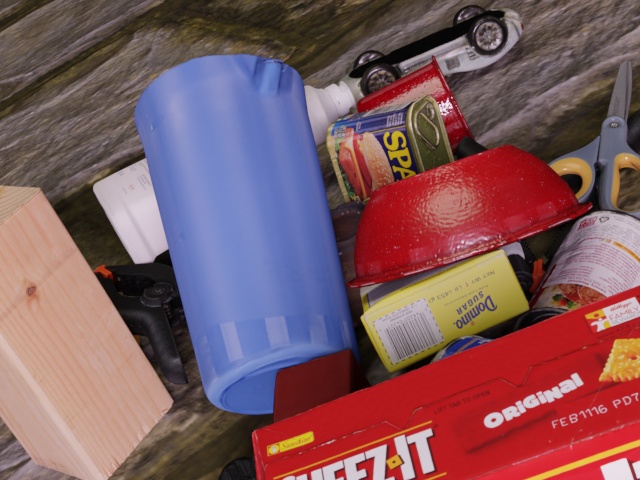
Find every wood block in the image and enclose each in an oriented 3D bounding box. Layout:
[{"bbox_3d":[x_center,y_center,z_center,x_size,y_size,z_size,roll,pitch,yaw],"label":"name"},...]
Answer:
[{"bbox_3d":[-0.206,0.069,0.780,0.090,0.206,0.090,4,41,41],"label":"wood block"}]

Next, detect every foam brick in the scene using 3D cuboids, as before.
[{"bbox_3d":[0.009,0.117,0.667,0.053,0.078,0.051,-18,32,14],"label":"foam brick"}]

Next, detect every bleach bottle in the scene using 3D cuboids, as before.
[{"bbox_3d":[-0.078,-0.073,0.975,0.250,0.068,0.103,-29,34,-10],"label":"bleach bottle"}]

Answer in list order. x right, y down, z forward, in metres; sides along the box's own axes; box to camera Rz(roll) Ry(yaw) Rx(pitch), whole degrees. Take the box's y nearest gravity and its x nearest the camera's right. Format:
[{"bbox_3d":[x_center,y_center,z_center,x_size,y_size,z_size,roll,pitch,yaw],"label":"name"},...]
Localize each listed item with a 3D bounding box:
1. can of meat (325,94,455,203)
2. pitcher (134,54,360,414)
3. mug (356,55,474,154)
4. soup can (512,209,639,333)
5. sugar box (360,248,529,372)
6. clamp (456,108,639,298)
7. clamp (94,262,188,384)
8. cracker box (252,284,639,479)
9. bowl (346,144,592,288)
[{"bbox_3d":[0.061,-0.062,0.885,0.084,0.102,0.057,-8,19,34],"label":"can of meat"},{"bbox_3d":[-0.055,0.001,0.777,0.145,0.149,0.243,-18,63,7],"label":"pitcher"},{"bbox_3d":[0.086,-0.106,0.962,0.081,0.093,0.117,-26,-2,10],"label":"mug"},{"bbox_3d":[0.173,0.036,0.678,0.069,0.068,0.102,1,39,38],"label":"soup can"},{"bbox_3d":[0.075,0.038,0.702,0.093,0.048,0.176,-24,-1,3],"label":"sugar box"},{"bbox_3d":[0.183,-0.034,0.811,0.165,0.036,0.210,-13,35,17],"label":"clamp"},{"bbox_3d":[-0.131,0.061,0.873,0.172,0.039,0.120,10,31,32],"label":"clamp"},{"bbox_3d":[0.090,0.140,0.429,0.164,0.213,0.072,-22,34,7],"label":"cracker box"},{"bbox_3d":[0.085,-0.021,0.675,0.162,0.055,0.162,-19,1,0],"label":"bowl"}]
